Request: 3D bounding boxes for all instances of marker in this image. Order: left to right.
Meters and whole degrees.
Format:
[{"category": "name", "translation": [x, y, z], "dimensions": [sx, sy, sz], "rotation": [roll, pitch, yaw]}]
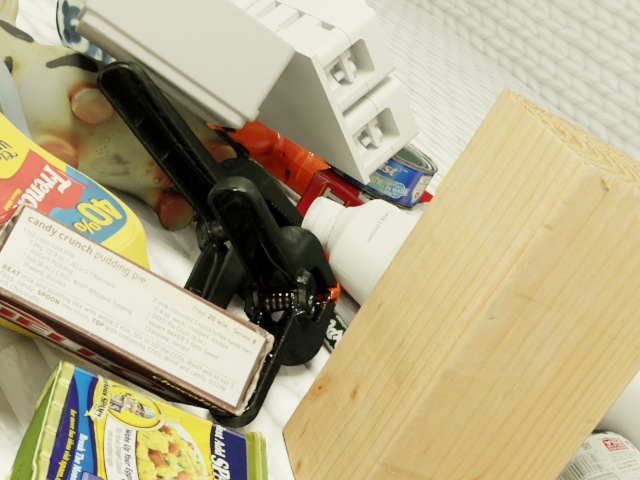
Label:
[{"category": "marker", "translation": [0.014, 0.064, 0.658], "dimensions": [0.020, 0.020, 0.121], "rotation": [17, 23, -39]}]

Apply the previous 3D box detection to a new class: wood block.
[{"category": "wood block", "translation": [0.077, 0.049, 0.492], "dimensions": [0.090, 0.206, 0.090], "rotation": [24, 19, -23]}]

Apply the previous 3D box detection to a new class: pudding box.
[{"category": "pudding box", "translation": [-0.087, 0.029, 0.429], "dimensions": [0.113, 0.039, 0.090], "rotation": [29, -15, -21]}]

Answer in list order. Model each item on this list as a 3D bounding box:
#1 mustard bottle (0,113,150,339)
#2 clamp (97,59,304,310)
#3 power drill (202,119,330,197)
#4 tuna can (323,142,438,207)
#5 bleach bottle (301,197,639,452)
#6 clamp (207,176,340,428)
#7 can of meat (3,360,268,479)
[{"category": "mustard bottle", "translation": [-0.143, -0.005, 0.511], "dimensions": [0.191, 0.058, 0.096], "rotation": [35, 32, 7]}, {"category": "clamp", "translation": [-0.054, 0.001, 0.627], "dimensions": [0.209, 0.036, 0.164], "rotation": [27, 49, -63]}, {"category": "power drill", "translation": [-0.055, -0.065, 0.825], "dimensions": [0.185, 0.057, 0.187], "rotation": [43, 20, 30]}, {"category": "tuna can", "translation": [0.041, -0.060, 0.778], "dimensions": [0.086, 0.034, 0.086], "rotation": [28, 16, -9]}, {"category": "bleach bottle", "translation": [0.107, 0.034, 0.666], "dimensions": [0.251, 0.068, 0.102], "rotation": [26, 40, 12]}, {"category": "clamp", "translation": [-0.024, 0.040, 0.577], "dimensions": [0.039, 0.120, 0.171], "rotation": [5, -8, 19]}, {"category": "can of meat", "translation": [-0.067, 0.095, 0.375], "dimensions": [0.084, 0.057, 0.102], "rotation": [25, 19, -15]}]
